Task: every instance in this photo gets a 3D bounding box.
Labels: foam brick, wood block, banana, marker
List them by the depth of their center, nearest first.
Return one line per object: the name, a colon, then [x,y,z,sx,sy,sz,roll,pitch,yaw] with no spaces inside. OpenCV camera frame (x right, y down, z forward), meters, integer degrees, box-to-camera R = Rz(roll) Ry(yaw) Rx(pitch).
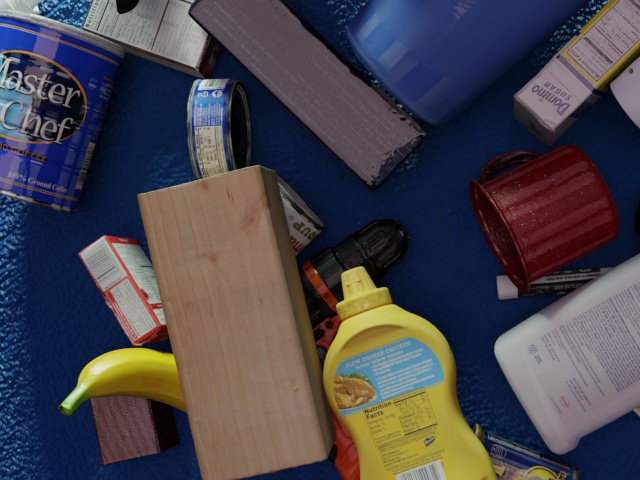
wood block: [-0.057,0.058,0.768,0.090,0.090,0.206,-13,90,6]
marker: [0.198,0.032,0.827,0.121,0.020,0.020,-5,87,10]
banana: [-0.109,0.127,0.832,0.197,0.037,0.069,22,68,-28]
foam brick: [-0.153,0.137,0.868,0.051,0.053,0.078,-13,85,9]

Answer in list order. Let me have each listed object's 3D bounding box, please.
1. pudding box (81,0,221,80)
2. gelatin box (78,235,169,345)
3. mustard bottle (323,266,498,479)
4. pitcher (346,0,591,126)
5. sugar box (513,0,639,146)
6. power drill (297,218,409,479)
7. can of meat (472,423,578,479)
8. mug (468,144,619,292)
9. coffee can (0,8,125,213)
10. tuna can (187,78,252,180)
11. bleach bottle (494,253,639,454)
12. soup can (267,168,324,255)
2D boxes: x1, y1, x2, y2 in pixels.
pudding box: [-0.130,-0.194,0.885,0.113,0.039,0.090,21,91,12]
gelatin box: [-0.150,0.041,0.861,0.030,0.073,0.089,-34,83,7]
mustard bottle: [0.055,0.111,0.773,0.096,0.058,0.191,-21,82,10]
pitcher: [0.131,-0.204,0.773,0.149,0.145,0.243,43,107,-12]
sugar box: [0.220,-0.148,0.793,0.048,0.093,0.176,44,96,9]
power drill: [0.032,0.099,0.837,0.184,0.057,0.188,-37,80,7]
can of meat: [0.140,0.203,0.812,0.084,0.057,0.102,20,91,8]
mug: [0.164,-0.027,0.806,0.081,0.093,0.117,-26,44,-2]
coffee can: [-0.228,-0.104,0.866,0.103,0.102,0.140,17,91,10]
tuna can: [-0.079,-0.086,0.847,0.034,0.086,0.086,-2,87,8]
bleach bottle: [0.255,0.053,0.760,0.251,0.068,0.102,-32,86,21]
soup can: [-0.056,0.001,0.848,0.102,0.068,0.068,-44,81,5]
